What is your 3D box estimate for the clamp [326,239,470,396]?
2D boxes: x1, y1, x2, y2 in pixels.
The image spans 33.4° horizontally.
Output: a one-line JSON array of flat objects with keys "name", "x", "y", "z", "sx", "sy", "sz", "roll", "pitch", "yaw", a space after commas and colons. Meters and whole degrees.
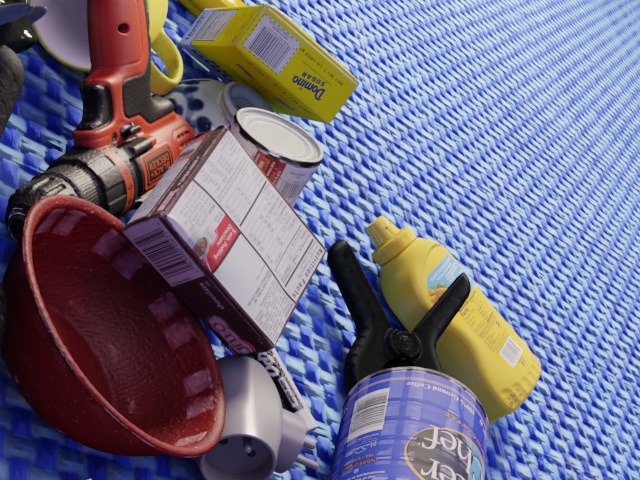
[{"name": "clamp", "x": 0.066, "y": 0.081, "z": 0.811, "sx": 0.120, "sy": 0.039, "sz": 0.171, "roll": 4, "pitch": 61, "yaw": -14}]

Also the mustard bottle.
[{"name": "mustard bottle", "x": 0.105, "y": 0.058, "z": 0.905, "sx": 0.191, "sy": 0.058, "sz": 0.096, "roll": 52, "pitch": 35, "yaw": -2}]

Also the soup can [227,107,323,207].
[{"name": "soup can", "x": -0.049, "y": -0.030, "z": 0.726, "sx": 0.068, "sy": 0.102, "sz": 0.068, "roll": 24, "pitch": 26, "yaw": -12}]

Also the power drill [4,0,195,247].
[{"name": "power drill", "x": -0.142, "y": -0.103, "z": 0.652, "sx": 0.184, "sy": 0.057, "sz": 0.188, "roll": -47, "pitch": 137, "yaw": -61}]

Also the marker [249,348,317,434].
[{"name": "marker", "x": -0.038, "y": 0.078, "z": 0.726, "sx": 0.020, "sy": 0.020, "sz": 0.121, "roll": -7, "pitch": 64, "yaw": -56}]

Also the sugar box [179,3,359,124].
[{"name": "sugar box", "x": -0.046, "y": -0.138, "z": 0.831, "sx": 0.093, "sy": 0.048, "sz": 0.176, "roll": 39, "pitch": -7, "yaw": -22}]

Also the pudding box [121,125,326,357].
[{"name": "pudding box", "x": -0.054, "y": 0.001, "z": 0.650, "sx": 0.113, "sy": 0.039, "sz": 0.090, "roll": 53, "pitch": 43, "yaw": -24}]

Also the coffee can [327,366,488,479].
[{"name": "coffee can", "x": 0.053, "y": 0.164, "z": 0.676, "sx": 0.102, "sy": 0.103, "sz": 0.140, "roll": 43, "pitch": 31, "yaw": -16}]

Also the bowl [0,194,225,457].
[{"name": "bowl", "x": -0.121, "y": 0.056, "z": 0.577, "sx": 0.162, "sy": 0.055, "sz": 0.162, "roll": 51, "pitch": 15, "yaw": -21}]
